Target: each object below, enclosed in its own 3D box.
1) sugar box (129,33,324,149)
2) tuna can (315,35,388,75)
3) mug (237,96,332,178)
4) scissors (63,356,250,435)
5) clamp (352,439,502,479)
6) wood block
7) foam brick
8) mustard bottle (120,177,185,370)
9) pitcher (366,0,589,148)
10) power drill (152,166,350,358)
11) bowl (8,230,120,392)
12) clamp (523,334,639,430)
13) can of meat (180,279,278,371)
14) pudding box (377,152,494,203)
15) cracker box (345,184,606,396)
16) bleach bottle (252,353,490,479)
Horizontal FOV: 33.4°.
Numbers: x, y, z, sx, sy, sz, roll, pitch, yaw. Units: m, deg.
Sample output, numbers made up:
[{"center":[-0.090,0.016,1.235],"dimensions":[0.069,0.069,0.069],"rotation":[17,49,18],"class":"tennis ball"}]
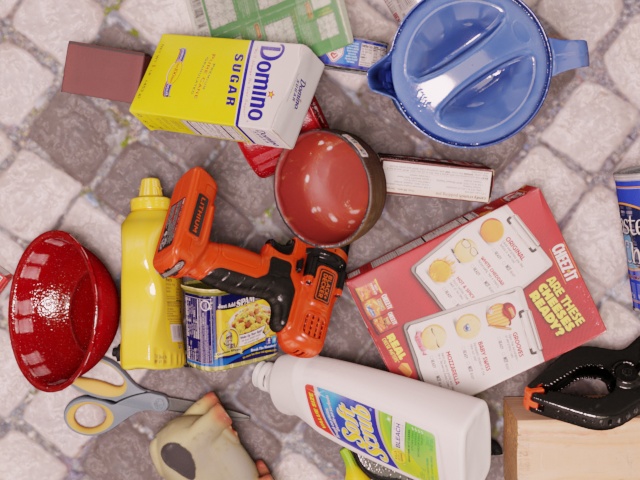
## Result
[{"center":[-0.091,-0.145,1.019],"dimensions":[0.176,0.048,0.093],"rotation":[9,72,34],"class":"sugar box"},{"center":[0.022,-0.184,1.052],"dimensions":[0.086,0.086,0.034],"rotation":[9,97,0],"class":"tuna can"},{"center":[-0.044,-0.123,1.064],"dimensions":[0.081,0.093,0.117],"rotation":[-24,67,8],"class":"mug"},{"center":[-0.185,0.186,1.130],"dimensions":[0.201,0.016,0.096],"rotation":[26,98,-2],"class":"scissors"},{"center":[0.103,0.222,1.118],"dimensions":[0.171,0.039,0.120],"rotation":[40,76,-1],"class":"clamp"},{"center":[0.296,0.212,1.088],"dimensions":[0.206,0.091,0.090],"rotation":[-1,97,1],"class":"wood block"},{"center":[-0.214,-0.168,1.074],"dimensions":[0.078,0.053,0.051],"rotation":[9,96,1],"class":"foam brick"},{"center":[-0.169,0.033,1.069],"dimensions":[0.058,0.096,0.191],"rotation":[-3,84,13],"class":"mustard bottle"},{"center":[0.132,-0.153,0.974],"dimensions":[0.149,0.243,0.145],"rotation":[36,95,-3],"class":"pitcher"},{"center":[-0.057,0.001,1.033],"dimensions":[0.187,0.057,0.184],"rotation":[25,60,-22],"class":"power drill"},{"center":[-0.250,0.071,1.075],"dimensions":[0.162,0.055,0.162],"rotation":[-5,83,43],"class":"bowl"},{"center":[0.303,0.132,1.057],"dimensions":[0.210,0.164,0.036],"rotation":[-4,135,1],"class":"clamp"},{"center":[-0.089,0.081,1.079],"dimensions":[0.101,0.058,0.084],"rotation":[-9,102,-42],"class":"can of meat"},{"center":[0.111,-0.063,1.061],"dimensions":[0.113,0.090,0.039],"rotation":[4,97,1],"class":"pudding box"},{"center":[0.154,0.063,1.084],"dimensions":[0.214,0.072,0.164],"rotation":[-26,97,2],"class":"cracker box"},{"center":[0.042,0.172,1.058],"dimensions":[0.251,0.068,0.102],"rotation":[13,124,31],"class":"bleach bottle"}]
